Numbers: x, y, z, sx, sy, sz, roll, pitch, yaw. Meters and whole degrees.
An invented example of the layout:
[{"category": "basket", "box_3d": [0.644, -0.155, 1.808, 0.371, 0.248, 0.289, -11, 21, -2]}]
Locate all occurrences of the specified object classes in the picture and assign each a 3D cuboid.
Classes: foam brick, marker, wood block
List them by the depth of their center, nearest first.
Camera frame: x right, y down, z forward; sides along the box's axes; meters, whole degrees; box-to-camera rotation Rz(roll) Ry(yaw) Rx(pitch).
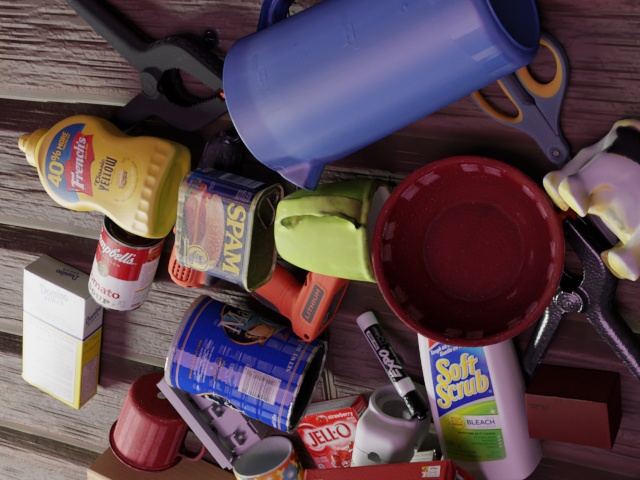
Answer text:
[{"category": "foam brick", "box_3d": [0.233, 0.152, 0.981, 0.078, 0.051, 0.053, 4, 119, 29]}, {"category": "marker", "box_3d": [0.071, 0.123, 1.046, 0.020, 0.020, 0.121, -54, 56, 40]}, {"category": "wood block", "box_3d": [-0.174, 0.322, 1.303, 0.206, 0.090, 0.090, 20, 127, 19]}]

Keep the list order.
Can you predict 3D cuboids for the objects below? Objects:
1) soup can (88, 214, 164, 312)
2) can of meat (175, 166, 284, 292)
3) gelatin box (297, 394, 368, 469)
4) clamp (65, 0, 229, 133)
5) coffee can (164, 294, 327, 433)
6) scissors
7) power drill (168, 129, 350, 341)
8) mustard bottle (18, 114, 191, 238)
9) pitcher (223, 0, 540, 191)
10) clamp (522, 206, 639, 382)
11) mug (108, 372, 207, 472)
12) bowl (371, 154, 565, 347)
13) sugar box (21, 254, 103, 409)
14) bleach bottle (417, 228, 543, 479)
[{"category": "soup can", "box_3d": [-0.211, 0.020, 1.159, 0.068, 0.068, 0.102, 32, 130, 11]}, {"category": "can of meat", "box_3d": [-0.087, -0.013, 1.006, 0.084, 0.057, 0.102, 17, 114, 22]}, {"category": "gelatin box", "box_3d": [0.021, 0.210, 1.157, 0.089, 0.030, 0.073, -17, 108, 37]}, {"category": "clamp", "box_3d": [-0.161, -0.149, 1.047, 0.210, 0.036, 0.165, 19, 126, 24]}, {"category": "coffee can", "box_3d": [-0.076, 0.127, 1.109, 0.140, 0.102, 0.103, 20, 126, 12]}, {"category": "scissors", "box_3d": [0.203, -0.091, 0.876, 0.202, 0.016, 0.096, 44, 130, 1]}, {"category": "power drill", "box_3d": [-0.057, 0.001, 1.064, 0.188, 0.057, 0.185, 30, 126, 14]}, {"category": "mustard bottle", "box_3d": [-0.225, -0.074, 1.065, 0.192, 0.058, 0.096, 19, 98, 25]}, {"category": "pitcher", "box_3d": [0.046, -0.159, 0.866, 0.243, 0.144, 0.149, -21, 117, 35]}, {"category": "clamp", "box_3d": [0.217, 0.053, 0.940, 0.120, 0.039, 0.171, -12, 104, 31]}, {"category": "mug", "box_3d": [-0.183, 0.215, 1.247, 0.117, 0.093, 0.082, 29, 124, 8]}, {"category": "bowl", "box_3d": [0.128, 0.009, 0.915, 0.162, 0.055, 0.162, 0, 90, 15]}, {"category": "sugar box", "box_3d": [-0.312, 0.111, 1.290, 0.093, 0.048, 0.176, 25, 124, 17]}, {"category": "bleach bottle", "box_3d": [0.133, 0.106, 1.008, 0.103, 0.068, 0.251, -6, 112, 36]}]
